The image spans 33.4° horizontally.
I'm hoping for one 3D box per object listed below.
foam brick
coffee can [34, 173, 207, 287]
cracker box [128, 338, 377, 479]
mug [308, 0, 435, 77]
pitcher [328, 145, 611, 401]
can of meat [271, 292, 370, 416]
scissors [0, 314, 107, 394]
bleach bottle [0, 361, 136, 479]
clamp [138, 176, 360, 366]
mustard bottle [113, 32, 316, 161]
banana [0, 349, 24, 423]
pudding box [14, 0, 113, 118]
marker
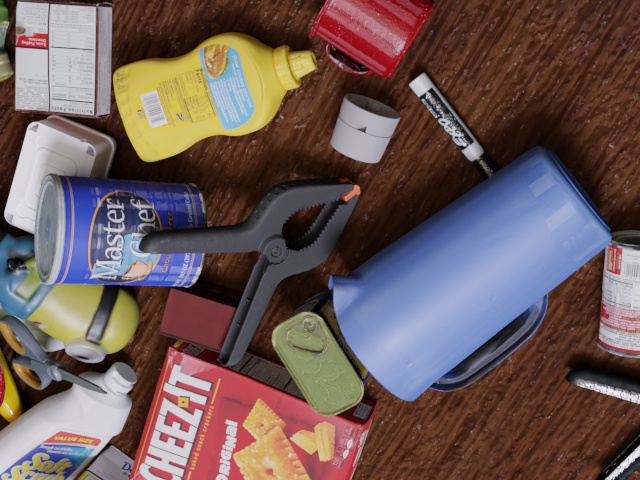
[{"bbox_3d":[-0.113,0.074,1.072,0.078,0.053,0.051,16,107,8],"label":"foam brick"},{"bbox_3d":[-0.190,-0.008,1.010,0.140,0.103,0.103,3,108,-26],"label":"coffee can"},{"bbox_3d":[-0.070,0.207,1.084,0.214,0.072,0.164,21,107,8],"label":"cracker box"},{"bbox_3d":[0.044,-0.192,0.957,0.081,0.093,0.117,33,139,-1],"label":"mug"},{"bbox_3d":[0.141,0.033,0.970,0.243,0.149,0.145,-38,75,16],"label":"pitcher"},{"bbox_3d":[0.006,0.106,1.034,0.057,0.083,0.102,-30,95,18],"label":"can of meat"},{"bbox_3d":[-0.278,0.115,1.076,0.202,0.016,0.096,-12,108,55],"label":"scissors"},{"bbox_3d":[-0.292,0.214,1.132,0.102,0.068,0.251,34,111,-33],"label":"bleach bottle"},{"bbox_3d":[-0.057,0.001,0.998,0.210,0.036,0.164,-42,124,-5],"label":"clamp"},{"bbox_3d":[-0.095,-0.144,1.010,0.192,0.058,0.096,-15,98,17],"label":"mustard bottle"},{"bbox_3d":[-0.361,0.105,1.133,0.037,0.070,0.198,-23,117,-23],"label":"banana"},{"bbox_3d":[-0.253,-0.180,1.049,0.090,0.039,0.113,6,104,11],"label":"pudding box"},{"bbox_3d":[0.126,-0.103,0.988,0.020,0.020,0.121,-38,92,19],"label":"marker"}]
